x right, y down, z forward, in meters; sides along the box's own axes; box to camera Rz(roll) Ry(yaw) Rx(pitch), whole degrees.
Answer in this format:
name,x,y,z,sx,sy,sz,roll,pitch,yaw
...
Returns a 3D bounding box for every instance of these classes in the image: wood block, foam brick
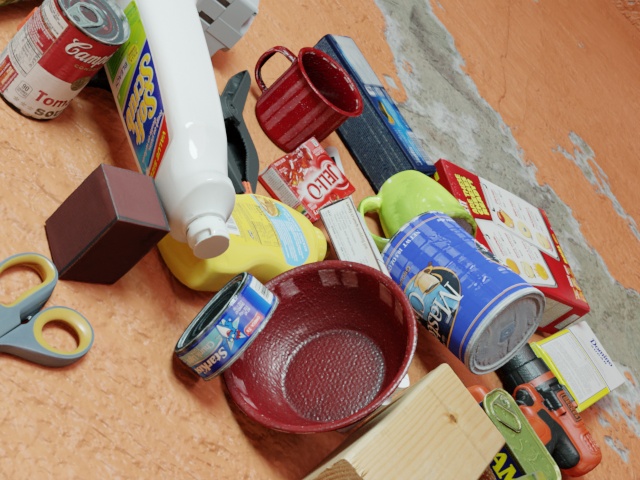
name,x,y,z,sx,sy,sz,roll,pitch,yaw
wood block,0.062,0.189,0.863,0.091,0.090,0.205,53,30,6
foam brick,-0.160,-0.010,0.799,0.052,0.078,0.051,14,45,-48

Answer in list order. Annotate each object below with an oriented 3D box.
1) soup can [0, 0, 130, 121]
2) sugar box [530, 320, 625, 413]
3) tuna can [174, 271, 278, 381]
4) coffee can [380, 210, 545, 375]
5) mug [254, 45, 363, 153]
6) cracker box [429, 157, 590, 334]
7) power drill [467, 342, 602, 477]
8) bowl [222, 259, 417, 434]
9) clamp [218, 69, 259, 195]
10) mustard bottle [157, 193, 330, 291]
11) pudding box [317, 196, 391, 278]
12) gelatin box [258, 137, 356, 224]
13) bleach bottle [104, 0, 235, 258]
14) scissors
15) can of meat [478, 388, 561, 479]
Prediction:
name,x,y,z,sx,sy,sz,roll,pitch,yaw
soup can,-0.211,-0.153,0.864,0.068,0.102,0.068,34,34,-27
sugar box,0.294,0.155,1.261,0.175,0.048,0.093,-5,60,-59
tuna can,-0.073,0.065,0.823,0.033,0.086,0.086,43,31,-10
coffee can,0.138,0.050,1.063,0.102,0.103,0.140,6,30,-50
mug,-0.023,-0.154,1.139,0.117,0.082,0.093,46,30,-8
cracker box,0.213,0.012,1.284,0.213,0.072,0.164,20,41,-40
power drill,0.203,0.173,1.103,0.187,0.057,0.184,-7,59,-55
bowl,0.004,0.095,0.864,0.055,0.162,0.162,66,10,-49
clamp,-0.095,-0.121,1.040,0.164,0.036,0.210,26,42,-60
mustard bottle,-0.057,0.001,0.944,0.191,0.058,0.096,6,46,-50
pudding box,0.038,0.020,1.022,0.113,0.039,0.090,65,5,12
gelatin box,-0.012,-0.058,1.088,0.073,0.030,0.089,51,39,1
bleach bottle,-0.114,-0.098,0.852,0.067,0.103,0.251,7,47,-36
scissors,-0.212,0.076,0.695,0.096,0.016,0.201,43,31,-12
can of meat,0.155,0.201,0.980,0.102,0.084,0.057,57,31,12
